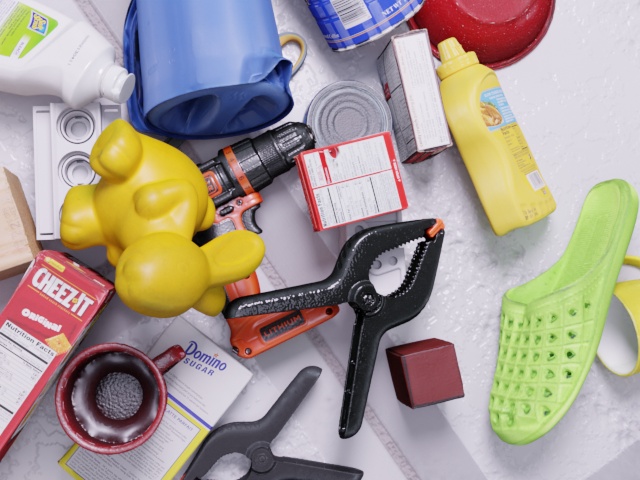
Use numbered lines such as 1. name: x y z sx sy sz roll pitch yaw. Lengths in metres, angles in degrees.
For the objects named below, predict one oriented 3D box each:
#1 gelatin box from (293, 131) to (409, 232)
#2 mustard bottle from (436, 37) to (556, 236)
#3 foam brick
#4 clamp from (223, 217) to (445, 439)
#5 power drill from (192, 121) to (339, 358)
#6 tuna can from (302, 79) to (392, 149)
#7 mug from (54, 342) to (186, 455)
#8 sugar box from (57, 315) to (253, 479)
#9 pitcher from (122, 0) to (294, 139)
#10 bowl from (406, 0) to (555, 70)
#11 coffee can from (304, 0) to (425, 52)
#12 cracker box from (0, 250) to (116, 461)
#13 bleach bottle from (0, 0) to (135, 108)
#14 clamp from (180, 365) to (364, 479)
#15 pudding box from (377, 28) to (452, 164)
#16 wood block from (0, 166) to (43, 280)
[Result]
1. gelatin box: 0.028 -0.053 0.967 0.089 0.030 0.073 -15 90 -11
2. mustard bottle: 0.159 -0.103 1.017 0.058 0.096 0.191 -24 90 33
3. foam brick: 0.098 0.125 1.007 0.051 0.078 0.053 -13 91 -7
4. clamp: 0.027 0.049 0.957 0.164 0.036 0.210 40 81 -13
5. power drill: -0.057 0.001 0.998 0.184 0.057 0.187 -28 88 4
6. tuna can: 0.026 -0.111 1.030 0.086 0.034 0.086 0 88 -6
7. mug: -0.168 0.129 0.931 0.117 0.081 0.093 -39 86 -6
8. sugar box: -0.152 0.165 0.994 0.093 0.048 0.176 39 81 -1
9. pitcher: -0.115 -0.218 0.968 0.149 0.145 0.243 -8 77 -6
10. bowl: 0.161 -0.250 1.041 0.162 0.055 0.162 0 87 -7
11. coffee can: 0.021 -0.260 0.980 0.102 0.103 0.140 -34 113 -7
12. cracker box: -0.266 0.112 0.923 0.072 0.164 0.213 34 85 -6
13. bleach bottle: -0.286 -0.173 0.951 0.251 0.068 0.102 23 72 9
14. clamp: -0.046 0.208 1.007 0.171 0.039 0.120 -31 87 -1
15. pudding box: 0.089 -0.133 1.010 0.039 0.090 0.113 -14 89 -7
16. wood block: -0.362 0.011 0.954 0.206 0.091 0.090 -19 89 -7
